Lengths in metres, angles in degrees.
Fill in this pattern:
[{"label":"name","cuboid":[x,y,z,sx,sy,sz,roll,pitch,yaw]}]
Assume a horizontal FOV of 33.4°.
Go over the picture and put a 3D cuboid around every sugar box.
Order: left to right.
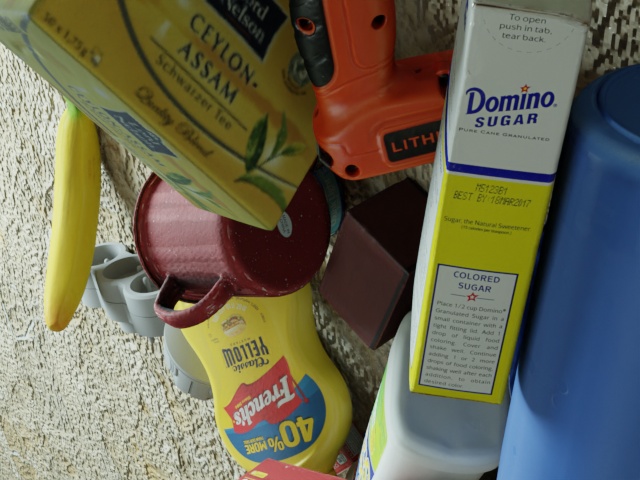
[{"label":"sugar box","cuboid":[0.068,-0.030,0.424,0.048,0.093,0.176,9,128,2]}]

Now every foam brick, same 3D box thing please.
[{"label":"foam brick","cuboid":[0.041,0.014,0.616,0.051,0.052,0.078,45,144,21]}]

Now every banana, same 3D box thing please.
[{"label":"banana","cuboid":[-0.208,-0.026,0.886,0.037,0.069,0.198,5,98,12]}]

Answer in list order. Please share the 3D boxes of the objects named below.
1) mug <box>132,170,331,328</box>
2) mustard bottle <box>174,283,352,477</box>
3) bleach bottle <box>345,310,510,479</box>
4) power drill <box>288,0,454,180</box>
[{"label":"mug","cuboid":[-0.054,0.001,0.616,0.082,0.117,0.093,-1,138,48]},{"label":"mustard bottle","cuboid":[-0.031,0.104,0.735,0.096,0.058,0.191,-20,89,20]},{"label":"bleach bottle","cuboid":[0.051,0.151,0.673,0.068,0.102,0.251,11,140,-4]},{"label":"power drill","cuboid":[0.042,-0.124,0.449,0.057,0.184,0.187,-89,-18,-52]}]
